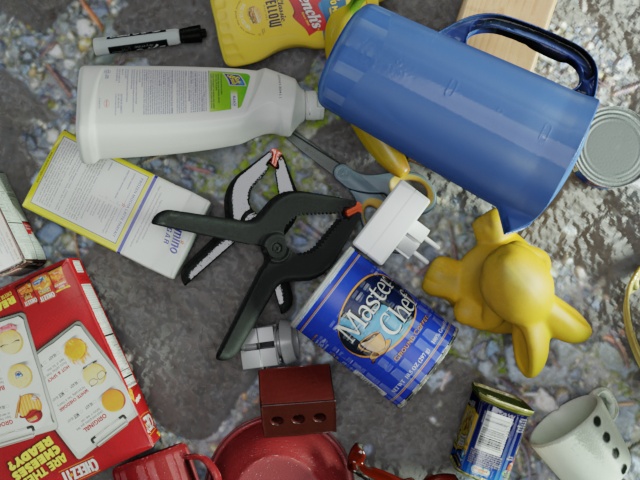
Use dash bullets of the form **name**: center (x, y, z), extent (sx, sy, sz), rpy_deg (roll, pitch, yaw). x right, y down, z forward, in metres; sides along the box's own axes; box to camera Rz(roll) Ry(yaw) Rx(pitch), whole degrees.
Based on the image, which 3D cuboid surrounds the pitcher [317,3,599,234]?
- **pitcher**: center (0.130, -0.131, 0.994), extent (0.243, 0.149, 0.145), rpy_deg (28, 131, 6)

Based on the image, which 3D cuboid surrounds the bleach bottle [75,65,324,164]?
- **bleach bottle**: center (-0.121, -0.132, 1.100), extent (0.250, 0.068, 0.102), rpy_deg (-1, 59, -6)

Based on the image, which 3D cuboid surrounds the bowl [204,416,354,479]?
- **bowl**: center (-0.043, 0.264, 1.109), extent (0.162, 0.055, 0.162), rpy_deg (0, 89, 1)

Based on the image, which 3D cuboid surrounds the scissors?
- **scissors**: center (0.044, -0.077, 1.136), extent (0.096, 0.016, 0.202), rpy_deg (-37, 88, -2)

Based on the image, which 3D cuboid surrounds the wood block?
- **wood block**: center (0.167, -0.169, 1.099), extent (0.091, 0.090, 0.206), rpy_deg (19, 89, 3)

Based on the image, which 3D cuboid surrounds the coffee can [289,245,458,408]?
- **coffee can**: center (0.054, 0.088, 1.087), extent (0.140, 0.103, 0.103), rpy_deg (37, 89, 2)

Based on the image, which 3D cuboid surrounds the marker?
- **marker**: center (-0.182, -0.215, 1.143), extent (0.121, 0.020, 0.020), rpy_deg (-7, 88, 1)

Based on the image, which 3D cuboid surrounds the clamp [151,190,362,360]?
- **clamp**: center (-0.057, 0.001, 1.089), extent (0.210, 0.036, 0.164), rpy_deg (-33, 100, -11)

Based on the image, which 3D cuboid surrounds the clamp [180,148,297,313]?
- **clamp**: center (-0.061, -0.009, 1.127), extent (0.120, 0.039, 0.171), rpy_deg (25, 92, -9)

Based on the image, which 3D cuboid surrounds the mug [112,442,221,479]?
- **mug**: center (-0.154, 0.255, 1.091), extent (0.117, 0.093, 0.081), rpy_deg (-23, 83, 23)

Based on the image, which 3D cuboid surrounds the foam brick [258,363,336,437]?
- **foam brick**: center (-0.025, 0.165, 1.100), extent (0.078, 0.051, 0.053), rpy_deg (-5, 133, -2)

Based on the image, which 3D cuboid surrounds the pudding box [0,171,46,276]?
- **pudding box**: center (-0.333, -0.019, 1.106), extent (0.039, 0.090, 0.113), rpy_deg (-27, 88, 0)

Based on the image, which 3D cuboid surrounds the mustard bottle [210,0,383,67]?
- **mustard bottle**: center (-0.016, -0.246, 1.120), extent (0.191, 0.058, 0.096), rpy_deg (-12, 99, 0)

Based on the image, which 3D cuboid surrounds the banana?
- **banana**: center (0.042, -0.157, 1.101), extent (0.037, 0.070, 0.198), rpy_deg (-26, 112, -22)

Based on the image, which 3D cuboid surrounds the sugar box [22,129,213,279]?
- **sugar box**: center (-0.212, -0.037, 1.127), extent (0.176, 0.048, 0.093), rpy_deg (27, 87, -1)

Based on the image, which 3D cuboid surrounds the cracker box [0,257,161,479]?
- **cracker box**: center (-0.285, 0.146, 1.110), extent (0.164, 0.072, 0.214), rpy_deg (-25, 89, 1)

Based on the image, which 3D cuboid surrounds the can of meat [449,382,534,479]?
- **can of meat**: center (0.171, 0.197, 1.083), extent (0.057, 0.102, 0.084), rpy_deg (19, 91, 1)
